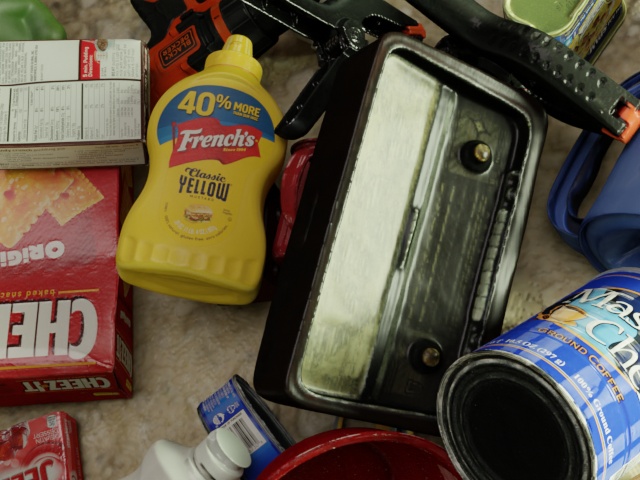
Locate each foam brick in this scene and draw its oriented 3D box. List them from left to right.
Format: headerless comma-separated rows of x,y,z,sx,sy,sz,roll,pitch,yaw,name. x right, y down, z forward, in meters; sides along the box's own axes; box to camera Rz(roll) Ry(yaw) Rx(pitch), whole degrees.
-0.055,0.001,0.764,0.051,0.053,0.078,-4,67,13,foam brick

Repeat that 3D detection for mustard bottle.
-0.073,-0.056,0.729,0.096,0.058,0.191,10,67,-1,mustard bottle

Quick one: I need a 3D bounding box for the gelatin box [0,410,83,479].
-0.211,0.167,0.747,0.089,0.030,0.073,-17,65,8,gelatin box

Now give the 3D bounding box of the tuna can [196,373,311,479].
-0.042,0.130,0.688,0.034,0.086,0.086,-38,64,-2,tuna can

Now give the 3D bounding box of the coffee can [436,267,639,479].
0.150,0.085,0.612,0.140,0.103,0.103,-23,56,-40,coffee can

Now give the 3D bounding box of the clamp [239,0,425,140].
0.007,-0.147,0.758,0.039,0.171,0.120,-14,100,44,clamp

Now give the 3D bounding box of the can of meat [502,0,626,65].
0.173,-0.164,0.758,0.057,0.084,0.102,31,78,24,can of meat

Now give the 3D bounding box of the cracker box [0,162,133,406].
-0.222,0.009,0.779,0.164,0.072,0.213,-4,65,1,cracker box

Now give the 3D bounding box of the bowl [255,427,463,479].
0.012,0.170,0.641,0.162,0.162,0.055,-34,30,-1,bowl

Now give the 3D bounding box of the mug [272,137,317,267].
0.009,-0.019,0.724,0.093,0.117,0.081,6,73,31,mug

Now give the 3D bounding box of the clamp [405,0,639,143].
0.115,-0.126,0.690,0.210,0.164,0.036,37,92,39,clamp

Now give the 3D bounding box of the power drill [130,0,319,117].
-0.097,-0.207,0.842,0.185,0.057,0.188,-31,60,18,power drill

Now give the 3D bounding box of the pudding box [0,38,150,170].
-0.179,-0.099,0.767,0.113,0.039,0.090,-3,67,-3,pudding box
